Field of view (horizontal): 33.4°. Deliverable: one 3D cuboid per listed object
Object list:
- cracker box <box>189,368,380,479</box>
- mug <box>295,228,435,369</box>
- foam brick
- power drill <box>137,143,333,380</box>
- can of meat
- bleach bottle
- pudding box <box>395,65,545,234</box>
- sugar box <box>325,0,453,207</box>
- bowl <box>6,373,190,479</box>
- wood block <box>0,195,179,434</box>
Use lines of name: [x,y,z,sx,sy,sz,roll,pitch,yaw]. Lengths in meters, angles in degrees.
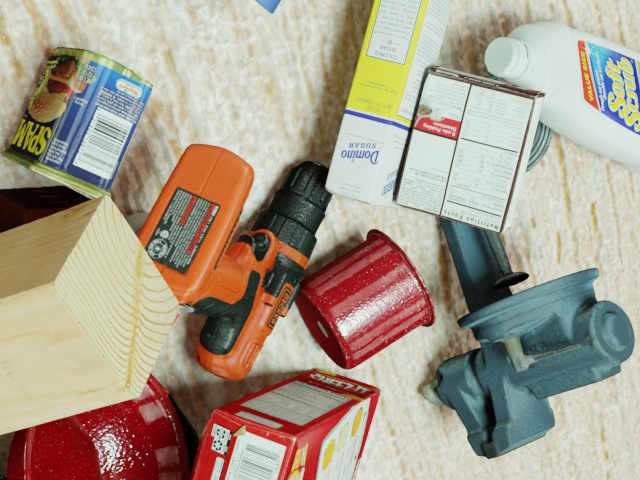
cracker box: [-0.033,0.193,0.804,0.213,0.072,0.164,-4,110,-72]
mug: [0.033,0.056,0.869,0.081,0.093,0.117,-31,153,-15]
foam brick: [-0.184,-0.005,0.723,0.052,0.078,0.051,-7,106,-31]
power drill: [-0.055,0.001,0.762,0.184,0.057,0.187,-65,159,-11]
can of meat: [-0.159,-0.079,0.704,0.057,0.102,0.084,24,88,-33]
bleach bottle: [0.225,-0.122,0.904,0.250,0.068,0.102,7,85,-44]
pudding box: [0.115,-0.070,0.824,0.039,0.090,0.113,-34,138,-65]
sugar box: [0.054,-0.115,0.826,0.093,0.048,0.176,1,108,-72]
bowl: [-0.159,0.159,0.724,0.162,0.055,0.162,33,50,-52]
wood block: [-0.204,0.059,0.651,0.206,0.090,0.090,-17,119,23]
